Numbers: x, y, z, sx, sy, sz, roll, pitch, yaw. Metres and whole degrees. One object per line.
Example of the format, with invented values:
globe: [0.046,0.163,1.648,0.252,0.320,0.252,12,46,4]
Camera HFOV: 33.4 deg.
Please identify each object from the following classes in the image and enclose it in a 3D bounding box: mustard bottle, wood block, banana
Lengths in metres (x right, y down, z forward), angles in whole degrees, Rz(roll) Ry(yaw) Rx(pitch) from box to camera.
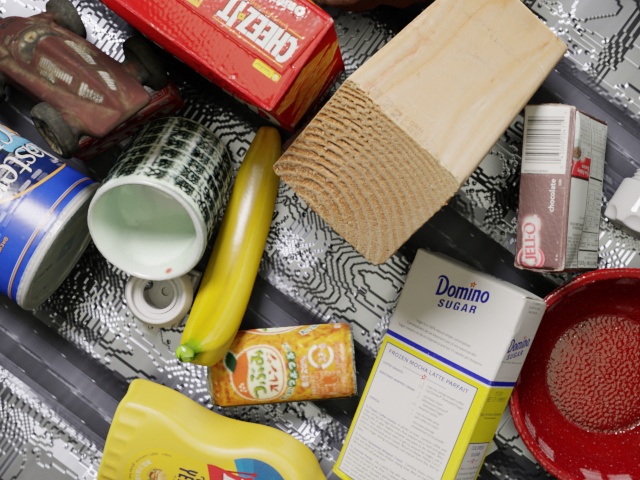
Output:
mustard bottle: [-0.059,0.172,0.762,0.191,0.058,0.096,20,118,0]
wood block: [0.071,-0.087,0.687,0.090,0.205,0.091,43,132,0]
banana: [-0.060,0.013,0.753,0.037,0.070,0.197,18,59,-5]

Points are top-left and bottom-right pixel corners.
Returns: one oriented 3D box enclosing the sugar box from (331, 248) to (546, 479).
sugar box: [0.082,0.104,0.744,0.093,0.048,0.176,26,96,35]

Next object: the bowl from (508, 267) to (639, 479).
bowl: [0.210,0.099,0.762,0.162,0.055,0.162,0,90,1]

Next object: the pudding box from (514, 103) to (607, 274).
pudding box: [0.169,-0.034,0.744,0.039,0.089,0.113,6,91,28]

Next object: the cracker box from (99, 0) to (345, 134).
cracker box: [-0.070,-0.144,0.690,0.164,0.213,0.072,36,92,1]

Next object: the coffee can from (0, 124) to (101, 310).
coffee can: [-0.236,-0.030,0.750,0.140,0.103,0.103,32,91,1]

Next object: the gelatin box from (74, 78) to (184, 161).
gelatin box: [-0.144,-0.090,0.762,0.089,0.073,0.030,-28,91,0]
